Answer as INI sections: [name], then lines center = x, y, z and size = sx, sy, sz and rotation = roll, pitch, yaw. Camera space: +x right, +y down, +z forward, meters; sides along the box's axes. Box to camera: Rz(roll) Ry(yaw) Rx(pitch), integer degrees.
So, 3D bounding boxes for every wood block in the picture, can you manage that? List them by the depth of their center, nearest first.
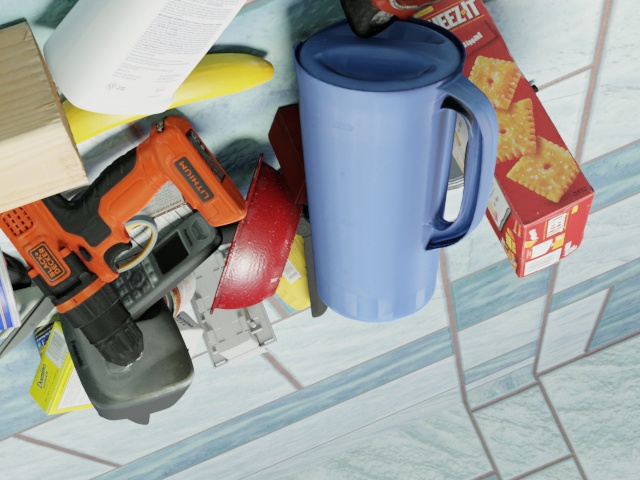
[wood block]
center = -0.276, -0.060, 0.725
size = 0.206, 0.091, 0.090
rotation = -20, 159, -8

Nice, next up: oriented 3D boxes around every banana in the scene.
[banana]
center = -0.130, -0.114, 0.833
size = 0.197, 0.037, 0.070
rotation = -19, 178, -6

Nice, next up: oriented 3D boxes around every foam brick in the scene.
[foam brick]
center = -0.008, -0.082, 0.980
size = 0.051, 0.078, 0.053
rotation = -13, 158, -21

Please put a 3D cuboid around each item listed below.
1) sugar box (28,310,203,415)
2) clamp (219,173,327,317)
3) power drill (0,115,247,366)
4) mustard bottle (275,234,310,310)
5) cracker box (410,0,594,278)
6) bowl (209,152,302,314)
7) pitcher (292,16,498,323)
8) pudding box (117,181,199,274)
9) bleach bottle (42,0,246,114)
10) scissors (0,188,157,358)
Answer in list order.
[sugar box]
center = -0.214, 0.127, 1.136
size = 0.175, 0.048, 0.093
rotation = -2, 124, -52
[clamp]
center = -0.011, -0.014, 1.116
size = 0.164, 0.036, 0.210
rotation = 37, 122, -16
[power drill]
center = -0.158, -0.003, 0.909
size = 0.188, 0.184, 0.057
rotation = -33, -165, 8
[mustard bottle]
center = 0.015, -0.007, 1.173
size = 0.192, 0.096, 0.058
rotation = -38, 176, 35
[cracker box]
center = 0.157, -0.091, 0.936
size = 0.072, 0.214, 0.164
rotation = -25, 161, 1
[bowl]
center = -0.057, 0.001, 1.019
size = 0.055, 0.162, 0.162
rotation = 18, 152, -4
[pitcher]
center = 0.055, -0.049, 0.877
size = 0.145, 0.149, 0.243
rotation = -5, 126, -4
[pudding box]
center = -0.170, -0.014, 1.039
size = 0.113, 0.039, 0.090
rotation = -26, 159, 3
[bleach bottle]
center = -0.072, -0.181, 0.680
size = 0.251, 0.068, 0.102
rotation = -40, 163, 32
[scissors]
center = -0.245, 0.026, 0.986
size = 0.202, 0.016, 0.096
rotation = -32, 116, 4
